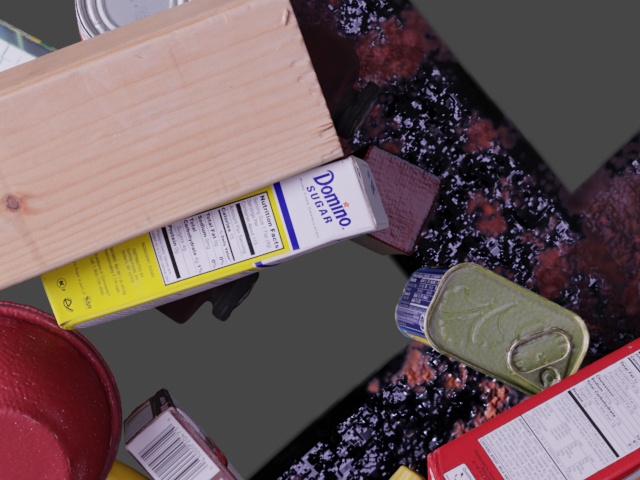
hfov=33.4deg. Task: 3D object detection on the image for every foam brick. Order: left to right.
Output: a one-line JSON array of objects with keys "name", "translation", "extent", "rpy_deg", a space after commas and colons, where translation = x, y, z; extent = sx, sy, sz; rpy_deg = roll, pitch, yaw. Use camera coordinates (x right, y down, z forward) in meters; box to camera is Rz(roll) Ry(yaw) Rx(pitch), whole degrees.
[{"name": "foam brick", "translation": [0.036, -0.024, 0.664], "extent": [0.051, 0.078, 0.053], "rpy_deg": [25, 85, -8]}]

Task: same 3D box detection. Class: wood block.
[{"name": "wood block", "translation": [-0.105, -0.054, 0.538], "extent": [0.206, 0.090, 0.091], "rpy_deg": [-21, 110, -3]}]

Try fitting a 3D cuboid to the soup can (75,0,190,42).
[{"name": "soup can", "translation": [-0.108, -0.130, 0.624], "extent": [0.068, 0.102, 0.068], "rpy_deg": [0, 91, -11]}]

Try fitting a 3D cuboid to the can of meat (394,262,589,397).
[{"name": "can of meat", "translation": [0.104, 0.055, 0.673], "extent": [0.102, 0.084, 0.057], "rpy_deg": [26, 85, -10]}]

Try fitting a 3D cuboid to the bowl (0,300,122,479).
[{"name": "bowl", "translation": [-0.180, 0.114, 0.557], "extent": [0.162, 0.055, 0.162], "rpy_deg": [-7, 113, -18]}]

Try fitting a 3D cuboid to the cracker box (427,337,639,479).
[{"name": "cracker box", "translation": [0.170, 0.134, 0.646], "extent": [0.213, 0.164, 0.072], "rpy_deg": [-27, 57, -10]}]

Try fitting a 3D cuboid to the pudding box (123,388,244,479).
[{"name": "pudding box", "translation": [-0.069, 0.145, 0.639], "extent": [0.039, 0.090, 0.113], "rpy_deg": [-39, 96, -10]}]

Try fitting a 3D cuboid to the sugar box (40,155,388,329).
[{"name": "sugar box", "translation": [-0.054, 0.000, 0.582], "extent": [0.176, 0.093, 0.048], "rpy_deg": [-20, 89, 7]}]
